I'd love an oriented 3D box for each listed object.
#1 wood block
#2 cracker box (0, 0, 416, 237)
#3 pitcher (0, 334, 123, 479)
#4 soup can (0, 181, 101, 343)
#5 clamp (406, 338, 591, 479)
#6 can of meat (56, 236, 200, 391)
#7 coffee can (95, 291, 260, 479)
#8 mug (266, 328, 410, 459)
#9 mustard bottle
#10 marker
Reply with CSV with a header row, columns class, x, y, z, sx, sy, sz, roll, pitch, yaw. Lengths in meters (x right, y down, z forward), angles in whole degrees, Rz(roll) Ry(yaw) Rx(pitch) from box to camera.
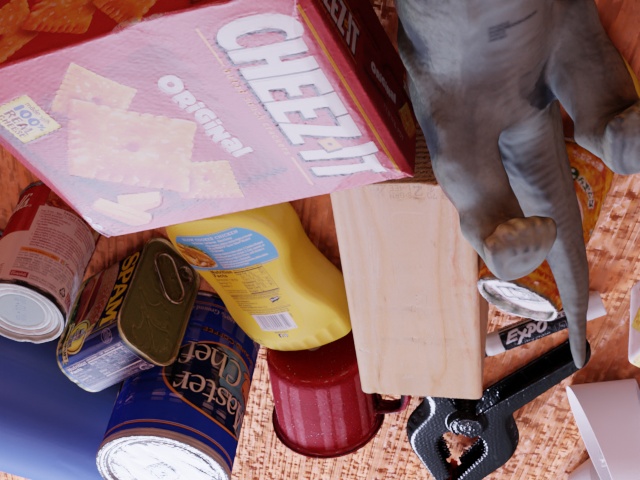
class,x,y,z,sx,sy,sz,roll,pitch,yaw
wood block,0.066,0.007,0.721,0.090,0.090,0.206,1,136,11
cracker box,-0.072,-0.082,0.594,0.214,0.072,0.164,-10,145,22
pitcher,-0.246,0.137,0.904,0.242,0.149,0.145,25,118,-19
soup can,-0.202,0.015,0.775,0.068,0.102,0.068,6,137,5
clamp,0.112,0.136,0.883,0.164,0.036,0.210,13,132,0
can of meat,-0.147,0.058,0.810,0.084,0.102,0.057,-26,125,35
coffee can,-0.108,0.125,0.841,0.103,0.140,0.103,6,136,5
mug,0.013,0.112,0.840,0.117,0.093,0.081,5,132,16
mustard bottle,-0.055,0.001,0.761,0.096,0.058,0.191,-7,135,35
marker,0.153,0.068,0.796,0.121,0.020,0.020,-23,129,12
